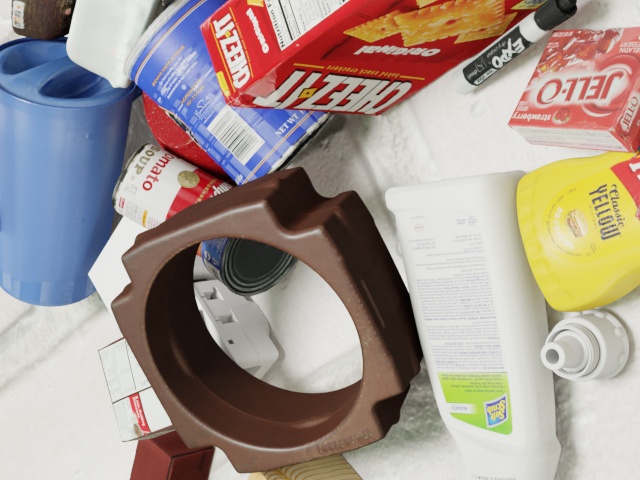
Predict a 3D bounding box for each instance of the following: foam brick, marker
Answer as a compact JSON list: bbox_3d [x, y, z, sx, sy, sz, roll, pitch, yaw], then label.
[{"bbox_3d":[-0.141,0.219,0.999,0.051,0.052,0.078,29,112,38],"label":"foam brick"},{"bbox_3d":[0.129,-0.132,0.716,0.121,0.020,0.020,-34,70,56],"label":"marker"}]

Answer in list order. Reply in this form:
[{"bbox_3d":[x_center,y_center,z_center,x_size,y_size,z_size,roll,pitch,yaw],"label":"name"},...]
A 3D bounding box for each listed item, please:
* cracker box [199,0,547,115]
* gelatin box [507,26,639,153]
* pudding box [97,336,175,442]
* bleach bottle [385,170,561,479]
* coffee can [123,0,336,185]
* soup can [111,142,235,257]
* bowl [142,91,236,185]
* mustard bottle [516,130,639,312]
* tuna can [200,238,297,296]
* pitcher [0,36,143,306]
[{"bbox_3d":[0.052,-0.158,0.708,0.214,0.163,0.072,-29,72,40],"label":"cracker box"},{"bbox_3d":[0.169,-0.095,0.663,0.089,0.030,0.073,13,74,55],"label":"gelatin box"},{"bbox_3d":[-0.137,0.118,0.911,0.114,0.039,0.090,-25,76,40],"label":"pudding box"},{"bbox_3d":[0.111,0.081,0.745,0.103,0.067,0.251,-6,93,46],"label":"bleach bottle"},{"bbox_3d":[-0.067,-0.117,0.830,0.140,0.102,0.103,44,126,-1],"label":"coffee can"},{"bbox_3d":[-0.118,-0.032,0.916,0.102,0.068,0.069,28,116,5],"label":"soup can"},{"bbox_3d":[-0.106,-0.127,0.933,0.162,0.055,0.162,5,97,42],"label":"bowl"},{"bbox_3d":[0.213,-0.027,0.642,0.192,0.058,0.096,-25,69,41],"label":"mustard bottle"},{"bbox_3d":[-0.056,0.001,0.877,0.034,0.085,0.086,36,117,37],"label":"tuna can"},{"bbox_3d":[-0.259,-0.058,0.999,0.149,0.145,0.243,18,125,6],"label":"pitcher"}]
